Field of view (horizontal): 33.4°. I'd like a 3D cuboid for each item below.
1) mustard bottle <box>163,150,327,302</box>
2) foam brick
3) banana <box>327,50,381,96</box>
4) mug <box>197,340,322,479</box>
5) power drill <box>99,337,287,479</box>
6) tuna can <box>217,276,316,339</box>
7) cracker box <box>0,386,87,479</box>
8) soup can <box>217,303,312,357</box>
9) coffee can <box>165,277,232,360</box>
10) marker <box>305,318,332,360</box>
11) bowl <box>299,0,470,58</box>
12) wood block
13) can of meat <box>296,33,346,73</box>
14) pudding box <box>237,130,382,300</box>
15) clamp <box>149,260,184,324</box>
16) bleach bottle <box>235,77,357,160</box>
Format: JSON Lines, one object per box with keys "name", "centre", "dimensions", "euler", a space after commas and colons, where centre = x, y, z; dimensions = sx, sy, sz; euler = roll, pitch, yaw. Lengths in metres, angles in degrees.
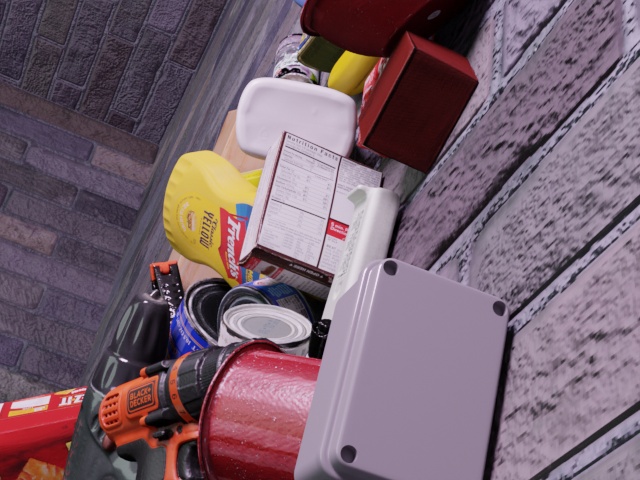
{"name": "mustard bottle", "centre": [-0.056, 0.001, 0.900], "dimensions": [0.192, 0.058, 0.096], "euler": [32, 121, 38]}
{"name": "foam brick", "centre": [0.066, -0.098, 0.743], "dimensions": [0.053, 0.051, 0.078], "euler": [-93, 28, -63]}
{"name": "banana", "centre": [0.046, -0.180, 0.985], "dimensions": [0.198, 0.037, 0.069], "euler": [140, 149, -63]}
{"name": "mug", "centre": [-0.005, 0.116, 0.587], "dimensions": [0.093, 0.082, 0.117], "euler": [-37, -55, -49]}
{"name": "power drill", "centre": [-0.083, 0.165, 0.698], "dimensions": [0.185, 0.057, 0.187], "euler": [-26, 58, 44]}
{"name": "tuna can", "centre": [-0.042, 0.072, 0.833], "dimensions": [0.086, 0.033, 0.086], "euler": [16, 112, 43]}
{"name": "cracker box", "centre": [-0.243, 0.251, 0.988], "dimensions": [0.072, 0.164, 0.214], "euler": [-115, 15, -71]}
{"name": "soup can", "centre": [-0.045, 0.105, 0.770], "dimensions": [0.068, 0.068, 0.102], "euler": [-105, 23, -69]}
{"name": "coffee can", "centre": [-0.099, 0.118, 0.942], "dimensions": [0.103, 0.102, 0.140], "euler": [-89, 25, -57]}
{"name": "marker", "centre": [-0.007, 0.103, 0.722], "dimensions": [0.020, 0.020, 0.121], "euler": [-90, 10, -58]}
{"name": "bowl", "centre": [0.065, -0.183, 0.777], "dimensions": [0.162, 0.055, 0.162], "euler": [-35, -8, -6]}
{"name": "wood block", "centre": [-0.094, -0.034, 1.195], "dimensions": [0.091, 0.090, 0.206], "euler": [-162, 94, -77]}
{"name": "can of meat", "centre": [0.017, -0.237, 1.146], "dimensions": [0.102, 0.057, 0.084], "euler": [144, 143, -68]}
{"name": "pudding box", "centre": [-0.006, -0.018, 0.817], "dimensions": [0.039, 0.090, 0.113], "euler": [131, 157, -53]}
{"name": "clamp", "centre": [-0.145, 0.127, 1.101], "dimensions": [0.165, 0.036, 0.210], "euler": [-174, 76, -72]}
{"name": "bleach bottle", "centre": [-0.027, -0.106, 0.983], "dimensions": [0.251, 0.102, 0.068], "euler": [-130, 49, -83]}
